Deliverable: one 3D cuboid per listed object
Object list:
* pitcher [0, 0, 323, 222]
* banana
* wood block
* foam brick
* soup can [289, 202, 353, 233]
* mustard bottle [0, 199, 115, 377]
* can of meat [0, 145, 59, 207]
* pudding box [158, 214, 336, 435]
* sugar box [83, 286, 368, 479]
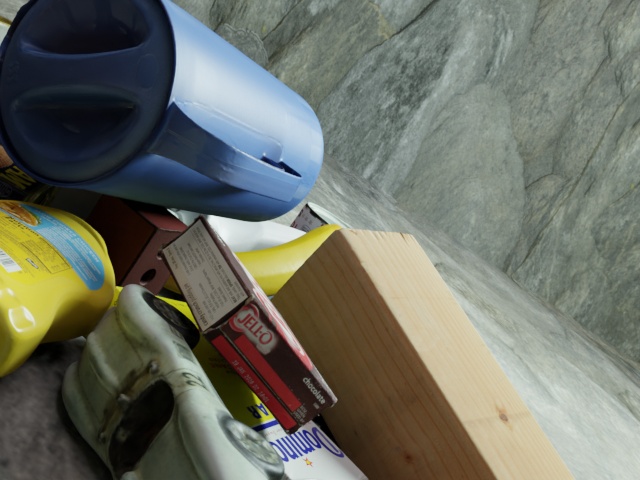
[{"bbox_3d":[-0.085,-0.076,0.715,0.242,0.145,0.149,17,58,-64],"label":"pitcher"},{"bbox_3d":[-0.052,0.015,0.817,0.197,0.037,0.070,-3,51,-33],"label":"banana"},{"bbox_3d":[0.061,0.099,0.708,0.090,0.090,0.206,5,46,-49],"label":"wood block"},{"bbox_3d":[-0.135,0.010,0.731,0.051,0.078,0.053,39,12,20],"label":"foam brick"},{"bbox_3d":[-0.014,0.023,1.016,0.068,0.102,0.068,34,10,-7],"label":"soup can"},{"bbox_3d":[-0.168,0.018,0.599,0.096,0.058,0.191,37,13,5],"label":"mustard bottle"},{"bbox_3d":[-0.226,-0.034,0.700,0.084,0.057,0.102,31,10,-7],"label":"can of meat"},{"bbox_3d":[-0.043,0.046,0.610,0.090,0.039,0.114,55,-5,-32],"label":"pudding box"},{"bbox_3d":[-0.057,0.100,0.642,0.176,0.048,0.093,39,10,30],"label":"sugar box"}]
